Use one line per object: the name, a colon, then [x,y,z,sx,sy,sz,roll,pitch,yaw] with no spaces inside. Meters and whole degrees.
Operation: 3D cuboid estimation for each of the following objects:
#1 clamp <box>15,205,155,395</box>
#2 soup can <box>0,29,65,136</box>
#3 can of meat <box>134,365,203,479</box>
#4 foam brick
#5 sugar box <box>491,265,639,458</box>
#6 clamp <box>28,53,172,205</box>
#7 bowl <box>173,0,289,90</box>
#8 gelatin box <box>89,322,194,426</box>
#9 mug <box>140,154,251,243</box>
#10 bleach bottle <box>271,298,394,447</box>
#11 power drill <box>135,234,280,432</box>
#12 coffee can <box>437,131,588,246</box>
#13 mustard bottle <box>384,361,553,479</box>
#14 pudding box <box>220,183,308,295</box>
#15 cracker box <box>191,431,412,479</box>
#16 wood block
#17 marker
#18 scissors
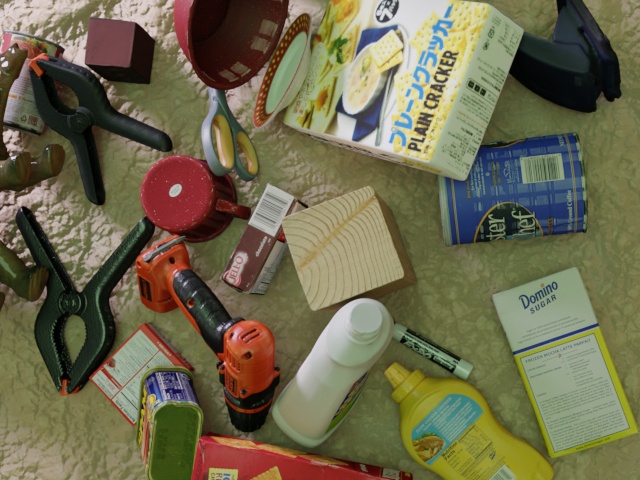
clamp: [-0.275,0.062,1.169,0.165,0.036,0.210,12,91,16]
soup can: [-0.328,-0.173,1.178,0.068,0.068,0.102,15,89,9]
can of meat: [-0.156,0.193,1.102,0.057,0.084,0.102,3,107,-17]
foam brick: [-0.216,-0.205,1.158,0.053,0.078,0.051,7,86,9]
sugar box: [0.246,0.123,1.084,0.093,0.048,0.176,-19,80,7]
clamp: [-0.255,-0.122,1.152,0.171,0.039,0.120,44,107,-5]
bowl: [-0.102,-0.241,1.112,0.055,0.162,0.162,25,90,29]
gelatin box: [-0.194,0.145,1.156,0.089,0.030,0.073,-45,83,3]
mug: [-0.131,-0.042,1.132,0.117,0.081,0.093,18,89,9]
bleach bottle: [0.015,0.119,1.008,0.068,0.251,0.102,39,67,8]
power drill: [-0.113,0.097,1.100,0.057,0.184,0.188,-33,64,-27]
coffee can: [0.190,-0.051,1.074,0.140,0.102,0.103,-6,85,8]
mustard bottle: [0.138,0.198,1.088,0.096,0.058,0.192,-46,82,5]
pudding box: [-0.057,0.001,1.114,0.039,0.090,0.113,29,90,7]
cracker box: [-0.029,0.291,1.047,0.214,0.072,0.164,11,88,6]
wood block: [0.033,0.013,1.041,0.091,0.206,0.090,-20,83,7]
marker: [0.103,0.109,1.119,0.121,0.020,0.020,30,91,9]
scissors: [-0.101,-0.146,1.159,0.016,0.096,0.202,-22,52,25]
